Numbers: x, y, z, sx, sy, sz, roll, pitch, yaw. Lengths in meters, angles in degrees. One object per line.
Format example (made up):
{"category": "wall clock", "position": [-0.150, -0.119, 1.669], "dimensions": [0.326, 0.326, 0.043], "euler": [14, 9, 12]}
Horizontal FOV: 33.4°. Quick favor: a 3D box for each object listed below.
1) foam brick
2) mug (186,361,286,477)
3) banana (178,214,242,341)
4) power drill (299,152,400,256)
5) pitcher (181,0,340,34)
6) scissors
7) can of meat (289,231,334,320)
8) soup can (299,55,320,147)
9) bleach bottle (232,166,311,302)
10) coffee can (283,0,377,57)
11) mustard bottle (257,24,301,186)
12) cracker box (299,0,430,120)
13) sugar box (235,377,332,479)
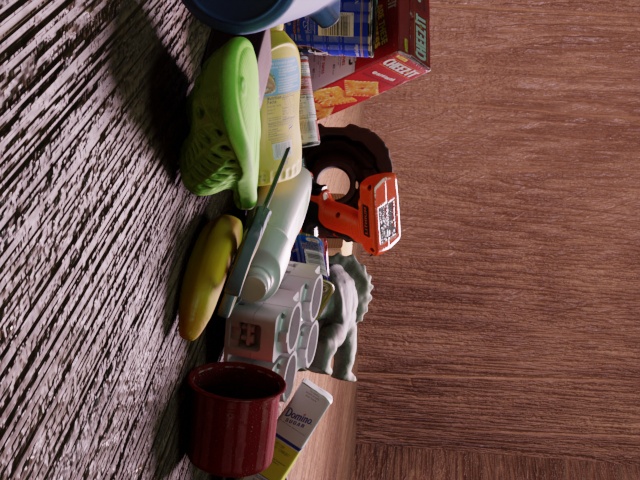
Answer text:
{"category": "foam brick", "position": [-0.078, -0.168, 1.012], "dimensions": [0.051, 0.053, 0.078], "euler": [87, 9, -46]}
{"category": "mug", "position": [-0.087, 0.164, 1.006], "dimensions": [0.117, 0.093, 0.081], "euler": [29, -64, 55]}
{"category": "banana", "position": [-0.098, 0.021, 0.994], "dimensions": [0.197, 0.037, 0.070], "euler": [-73, 165, -67]}
{"category": "power drill", "position": [0.011, -0.064, 1.373], "dimensions": [0.057, 0.188, 0.184], "euler": [-32, 125, -40]}
{"category": "pitcher", "position": [-0.052, -0.256, 0.924], "dimensions": [0.242, 0.149, 0.145], "euler": [-62, 170, -70]}
{"category": "scissors", "position": [-0.064, -0.003, 1.018], "dimensions": [0.201, 0.016, 0.096], "euler": [-73, -174, -54]}
{"category": "can of meat", "position": [-0.028, 0.052, 1.316], "dimensions": [0.084, 0.057, 0.102], "euler": [-100, -151, -45]}
{"category": "soup can", "position": [-0.040, -0.156, 1.226], "dimensions": [0.068, 0.068, 0.102], "euler": [-40, 122, -82]}
{"category": "bleach bottle", "position": [-0.057, 0.001, 1.141], "dimensions": [0.250, 0.068, 0.103], "euler": [-79, -175, -64]}
{"category": "coffee can", "position": [-0.008, -0.263, 1.219], "dimensions": [0.102, 0.140, 0.103], "euler": [4, 90, -84]}
{"category": "mustard bottle", "position": [-0.059, -0.158, 1.120], "dimensions": [0.096, 0.058, 0.192], "euler": [-20, 116, -49]}
{"category": "cracker box", "position": [0.040, -0.259, 1.349], "dimensions": [0.072, 0.214, 0.164], "euler": [19, 63, -41]}
{"category": "sugar box", "position": [-0.049, 0.236, 1.168], "dimensions": [0.176, 0.048, 0.093], "euler": [-55, 177, -3]}
